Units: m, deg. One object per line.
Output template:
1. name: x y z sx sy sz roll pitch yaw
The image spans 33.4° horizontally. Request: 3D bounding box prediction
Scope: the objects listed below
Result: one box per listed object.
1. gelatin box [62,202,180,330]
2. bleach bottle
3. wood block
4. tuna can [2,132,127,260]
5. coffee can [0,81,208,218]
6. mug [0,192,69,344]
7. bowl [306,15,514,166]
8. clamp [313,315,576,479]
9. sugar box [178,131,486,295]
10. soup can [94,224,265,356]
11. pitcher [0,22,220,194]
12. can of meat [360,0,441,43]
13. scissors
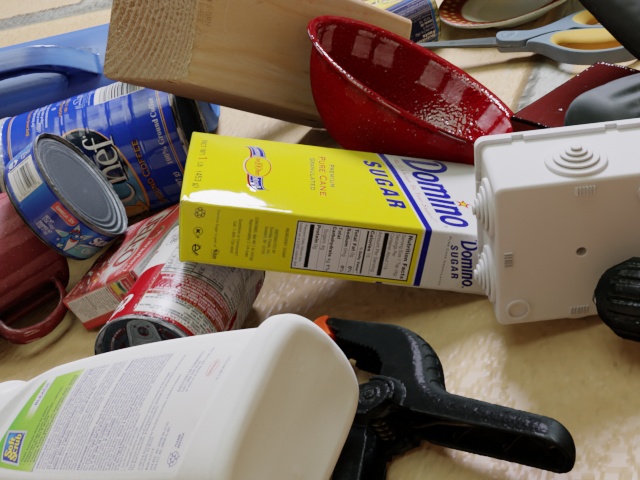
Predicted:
1. gelatin box: -0.118 0.013 0.706 0.073 0.030 0.089 -21 24 39
2. bleach bottle: -0.105 0.094 0.529 0.251 0.068 0.102 -7 45 41
3. wood block: -0.039 -0.137 0.753 0.091 0.090 0.205 10 2 42
4. tuna can: -0.172 -0.029 0.719 0.034 0.086 0.086 -37 27 13
5. coffee can: -0.160 -0.064 0.807 0.140 0.103 0.103 -17 30 6
6. mug: -0.218 0.025 0.723 0.117 0.093 0.081 35 52 28
7. bowl: 0.053 -0.085 0.706 0.162 0.055 0.162 23 26 -13
8. clamp: 0.024 0.092 0.500 0.120 0.039 0.172 -31 28 -15
9. sugar box: 0.009 -0.018 0.613 0.176 0.048 0.093 4 30 -4
10. soup can: -0.078 0.040 0.618 0.069 0.068 0.102 -7 32 23
11. pitcher: -0.216 -0.117 0.898 0.243 0.145 0.149 -15 27 4
12. can of meat: 0.044 -0.185 0.925 0.083 0.057 0.102 -29 31 -19
13. scissors: 0.166 -0.165 0.844 0.202 0.016 0.096 14 41 40
